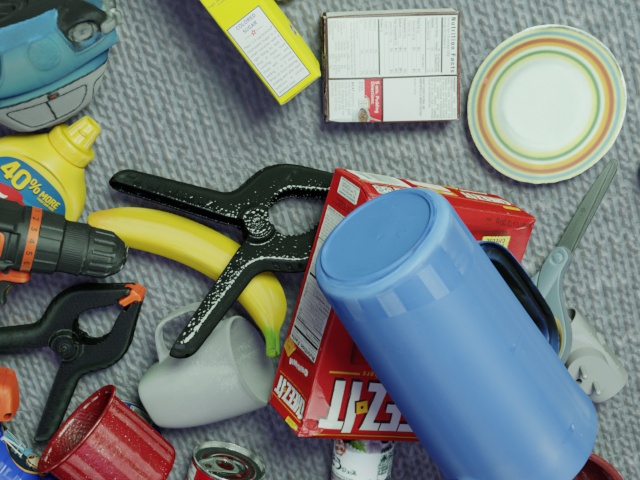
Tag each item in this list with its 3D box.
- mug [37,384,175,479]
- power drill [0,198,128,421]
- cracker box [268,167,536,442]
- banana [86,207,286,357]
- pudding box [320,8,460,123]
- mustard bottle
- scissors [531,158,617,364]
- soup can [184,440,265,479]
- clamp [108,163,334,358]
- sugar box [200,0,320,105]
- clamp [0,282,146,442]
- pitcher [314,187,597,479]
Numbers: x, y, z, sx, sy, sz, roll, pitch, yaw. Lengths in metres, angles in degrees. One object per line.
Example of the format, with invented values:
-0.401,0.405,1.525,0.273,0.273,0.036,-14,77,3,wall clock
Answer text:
-0.185,0.188,0.912,0.081,0.093,0.117,45,132,-16,mug
-0.265,0.055,0.871,0.184,0.057,0.188,13,111,-16,power drill
0.067,0.059,0.883,0.164,0.072,0.214,8,107,-28,cracker box
-0.101,0.018,0.905,0.198,0.069,0.037,33,130,3,banana
0.057,-0.142,0.871,0.113,0.039,0.090,-2,105,-2,pudding box
-0.255,-0.032,0.894,0.192,0.058,0.096,-43,105,11,mustard bottle
0.211,0.034,0.906,0.202,0.096,0.016,-50,142,14,scissors
-0.097,0.243,0.968,0.068,0.068,0.102,18,106,-5,soup can
-0.056,0.001,0.882,0.209,0.036,0.164,-12,77,-11,clamp
-0.068,-0.192,0.829,0.048,0.093,0.176,-34,104,7,sugar box
-0.232,0.086,0.939,0.120,0.039,0.171,43,98,-16,clamp
0.103,0.072,0.798,0.145,0.149,0.242,-32,120,6,pitcher
